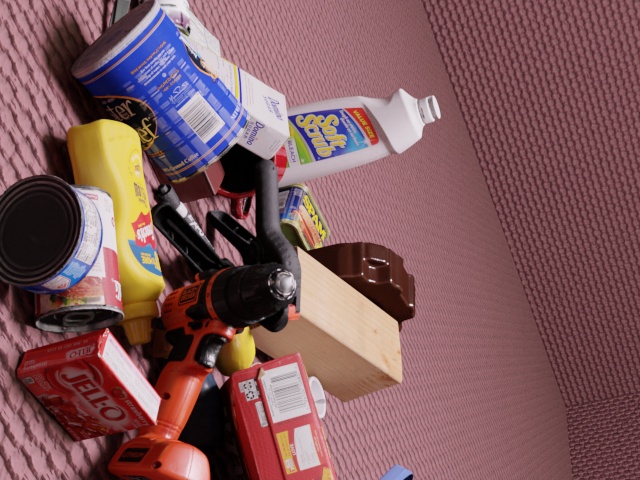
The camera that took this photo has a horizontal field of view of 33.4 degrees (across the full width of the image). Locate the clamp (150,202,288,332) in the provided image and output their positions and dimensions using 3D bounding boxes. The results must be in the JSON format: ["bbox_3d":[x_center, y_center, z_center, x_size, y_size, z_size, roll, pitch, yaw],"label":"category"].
[{"bbox_3d":[-0.104,0.032,1.064,0.164,0.036,0.210,44,-9,-1],"label":"clamp"}]

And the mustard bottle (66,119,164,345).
[{"bbox_3d":[-0.174,-0.004,0.933,0.096,0.058,0.191,49,29,-80],"label":"mustard bottle"}]

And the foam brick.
[{"bbox_3d":[-0.142,-0.085,1.115,0.053,0.051,0.078,-73,144,-61],"label":"foam brick"}]

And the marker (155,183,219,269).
[{"bbox_3d":[-0.138,-0.014,1.119,0.020,0.020,0.121,-86,155,-45],"label":"marker"}]

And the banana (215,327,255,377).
[{"bbox_3d":[-0.091,0.102,1.047,0.069,0.037,0.198,65,-12,-1],"label":"banana"}]

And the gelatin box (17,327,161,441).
[{"bbox_3d":[-0.175,0.112,0.812,0.030,0.073,0.089,-85,153,-47],"label":"gelatin box"}]

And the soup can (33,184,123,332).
[{"bbox_3d":[-0.194,0.015,0.843,0.068,0.069,0.102,34,44,-64],"label":"soup can"}]

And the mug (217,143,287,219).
[{"bbox_3d":[-0.087,-0.082,1.234,0.081,0.093,0.117,-11,103,-77],"label":"mug"}]

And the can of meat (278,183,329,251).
[{"bbox_3d":[-0.034,-0.010,1.378,0.084,0.057,0.102,-76,146,-52],"label":"can of meat"}]

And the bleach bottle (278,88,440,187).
[{"bbox_3d":[0.024,-0.139,1.333,0.068,0.251,0.102,7,69,-71],"label":"bleach bottle"}]

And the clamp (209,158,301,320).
[{"bbox_3d":[-0.057,0.001,1.138,0.039,0.120,0.171,-10,58,-37],"label":"clamp"}]

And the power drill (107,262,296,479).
[{"bbox_3d":[-0.096,0.110,0.869,0.057,0.185,0.187,30,64,-23],"label":"power drill"}]

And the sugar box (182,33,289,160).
[{"bbox_3d":[-0.116,-0.159,1.116,0.176,0.048,0.093,32,27,-25],"label":"sugar box"}]

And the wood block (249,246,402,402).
[{"bbox_3d":[0.001,0.103,1.256,0.205,0.091,0.090,37,39,-41],"label":"wood block"}]

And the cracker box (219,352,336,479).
[{"bbox_3d":[-0.042,0.202,0.996,0.214,0.072,0.164,127,-53,-75],"label":"cracker box"}]

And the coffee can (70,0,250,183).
[{"bbox_3d":[-0.148,-0.139,1.001,0.140,0.103,0.102,49,27,-24],"label":"coffee can"}]

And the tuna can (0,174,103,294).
[{"bbox_3d":[-0.206,-0.004,0.794,0.033,0.086,0.086,38,40,-64],"label":"tuna can"}]
